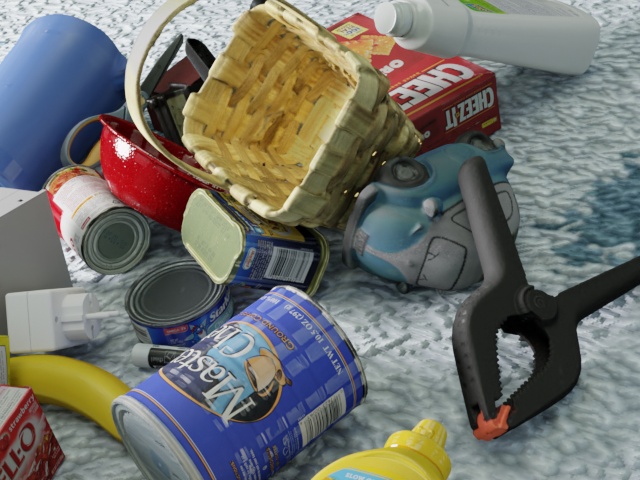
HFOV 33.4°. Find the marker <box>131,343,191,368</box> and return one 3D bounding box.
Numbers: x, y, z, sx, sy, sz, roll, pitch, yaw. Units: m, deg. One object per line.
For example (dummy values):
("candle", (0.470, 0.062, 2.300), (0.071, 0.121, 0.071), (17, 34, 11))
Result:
("marker", (-0.089, 0.093, 0.821), (0.121, 0.020, 0.020), (2, 39, 21))

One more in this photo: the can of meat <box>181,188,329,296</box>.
("can of meat", (-0.056, 0.001, 0.868), (0.083, 0.057, 0.102), (10, 21, -36))

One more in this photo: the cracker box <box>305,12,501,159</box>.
("cracker box", (0.043, -0.138, 1.042), (0.164, 0.072, 0.214), (-31, 40, -22))

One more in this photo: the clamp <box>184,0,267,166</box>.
("clamp", (-0.072, -0.144, 1.022), (0.039, 0.171, 0.120), (-6, -18, -41))

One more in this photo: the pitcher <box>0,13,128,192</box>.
("pitcher", (-0.305, -0.112, 1.081), (0.149, 0.145, 0.242), (-42, 18, 42))

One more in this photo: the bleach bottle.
("bleach bottle", (0.148, -0.200, 1.002), (0.250, 0.068, 0.103), (-3, 26, -39))

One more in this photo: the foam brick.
("foam brick", (-0.142, -0.155, 1.143), (0.051, 0.053, 0.078), (14, 44, 33))

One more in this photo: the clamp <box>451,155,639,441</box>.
("clamp", (0.138, 0.042, 0.749), (0.164, 0.036, 0.209), (34, 55, 0))

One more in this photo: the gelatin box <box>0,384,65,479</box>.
("gelatin box", (-0.218, 0.156, 0.733), (0.030, 0.073, 0.089), (2, 39, 21))

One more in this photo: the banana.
("banana", (-0.202, 0.121, 0.811), (0.198, 0.037, 0.069), (0, 67, 23))

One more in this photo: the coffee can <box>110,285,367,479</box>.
("coffee can", (-0.053, 0.109, 0.715), (0.140, 0.103, 0.103), (-35, 41, -27))

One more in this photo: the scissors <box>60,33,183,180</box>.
("scissors", (-0.175, -0.120, 1.072), (0.016, 0.096, 0.201), (-17, 24, 53))

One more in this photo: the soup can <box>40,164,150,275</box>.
("soup can", (-0.205, -0.019, 0.969), (0.068, 0.068, 0.102), (-30, 40, -21))

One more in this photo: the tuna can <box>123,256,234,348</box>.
("tuna can", (-0.114, 0.052, 0.871), (0.086, 0.034, 0.086), (-9, 36, 7))

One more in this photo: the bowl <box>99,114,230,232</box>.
("bowl", (-0.137, -0.051, 0.955), (0.162, 0.161, 0.055), (38, 100, 47))
